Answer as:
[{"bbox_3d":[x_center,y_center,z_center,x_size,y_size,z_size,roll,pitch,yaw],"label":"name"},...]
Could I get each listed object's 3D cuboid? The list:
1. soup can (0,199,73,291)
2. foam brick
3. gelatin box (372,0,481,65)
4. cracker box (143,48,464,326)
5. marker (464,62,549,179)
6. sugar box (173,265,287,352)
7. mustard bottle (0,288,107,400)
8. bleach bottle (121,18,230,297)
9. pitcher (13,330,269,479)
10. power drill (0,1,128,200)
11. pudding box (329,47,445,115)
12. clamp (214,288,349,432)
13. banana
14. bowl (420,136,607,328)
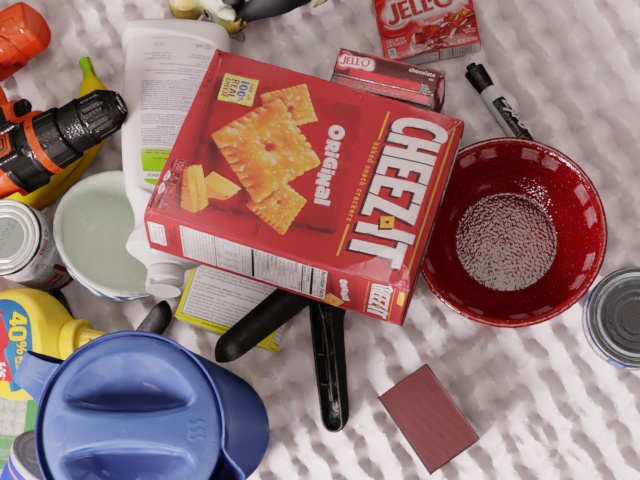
[{"bbox_3d":[-0.259,0.006,0.942,0.068,0.102,0.068,-1,80,8],"label":"soup can"},{"bbox_3d":[0.090,0.149,0.892,0.051,0.053,0.078,-35,77,1],"label":"foam brick"},{"bbox_3d":[0.095,-0.200,0.966,0.089,0.030,0.073,-11,78,6],"label":"gelatin box"},{"bbox_3d":[-0.011,-0.046,0.844,0.214,0.072,0.164,17,63,7],"label":"cracker box"},{"bbox_3d":[0.165,-0.108,0.944,0.020,0.020,0.121,-32,77,1],"label":"marker"},{"bbox_3d":[-0.056,0.001,0.944,0.093,0.048,0.176,17,79,11],"label":"sugar box"},{"bbox_3d":[-0.270,0.090,0.921,0.192,0.058,0.096,-2,89,17],"label":"mustard bottle"},{"bbox_3d":[-0.133,-0.072,0.924,0.102,0.068,0.251,2,65,0],"label":"bleach bottle"},{"bbox_3d":[-0.122,0.141,0.826,0.145,0.242,0.149,-21,78,4],"label":"pitcher"},{"bbox_3d":[-0.267,-0.127,0.952,0.184,0.057,0.188,-27,52,7],"label":"power drill"},{"bbox_3d":[0.059,-0.119,0.913,0.090,0.113,0.039,16,76,10],"label":"pudding box"},{"bbox_3d":[-0.009,0.040,0.891,0.036,0.164,0.210,0,69,39],"label":"clamp"},{"bbox_3d":[-0.251,-0.075,0.992,0.070,0.037,0.198,34,85,30],"label":"banana"},{"bbox_3d":[0.158,-0.003,0.908,0.162,0.055,0.162,-1,80,8],"label":"bowl"}]
